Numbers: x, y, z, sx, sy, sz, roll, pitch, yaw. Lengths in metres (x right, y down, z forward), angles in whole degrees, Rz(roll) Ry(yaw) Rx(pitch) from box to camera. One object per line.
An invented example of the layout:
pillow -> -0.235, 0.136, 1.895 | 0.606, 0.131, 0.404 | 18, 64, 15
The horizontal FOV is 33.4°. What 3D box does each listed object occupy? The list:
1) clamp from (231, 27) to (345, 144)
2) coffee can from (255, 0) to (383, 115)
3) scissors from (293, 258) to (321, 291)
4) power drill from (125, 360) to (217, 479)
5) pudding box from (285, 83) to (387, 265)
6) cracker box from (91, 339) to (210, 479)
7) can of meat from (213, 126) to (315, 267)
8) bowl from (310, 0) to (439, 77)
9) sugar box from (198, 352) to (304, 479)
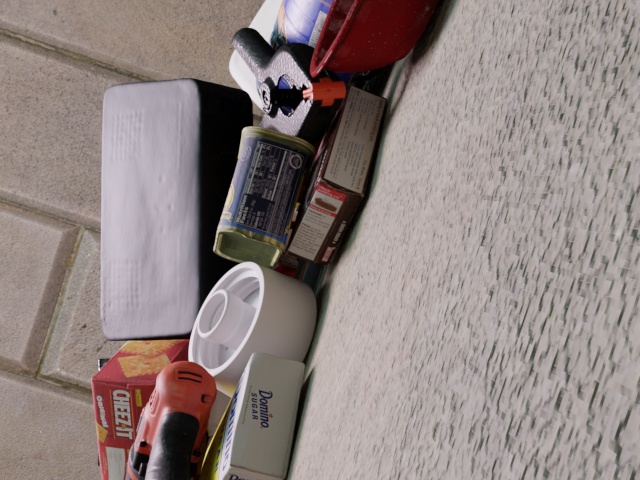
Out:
clamp -> -0.029, -0.104, 0.844 | 0.172, 0.039, 0.120 | -149, 48, -63
coffee can -> 0.011, -0.174, 0.896 | 0.140, 0.102, 0.102 | 114, 172, -47
scissors -> -0.031, 0.083, 0.934 | 0.096, 0.016, 0.202 | -159, 87, -84
power drill -> -0.121, 0.208, 0.777 | 0.187, 0.057, 0.185 | -94, 18, -50
pudding box -> 0.013, -0.050, 0.816 | 0.090, 0.039, 0.113 | 115, 171, -48
cracker box -> -0.143, 0.164, 1.036 | 0.213, 0.072, 0.164 | -53, -37, -67
can of meat -> -0.046, -0.030, 0.826 | 0.102, 0.057, 0.084 | 120, 165, -76
bowl -> 0.050, -0.177, 0.734 | 0.162, 0.055, 0.162 | -158, 91, -81
sugar box -> -0.059, 0.165, 0.792 | 0.176, 0.048, 0.093 | 112, 171, -51
